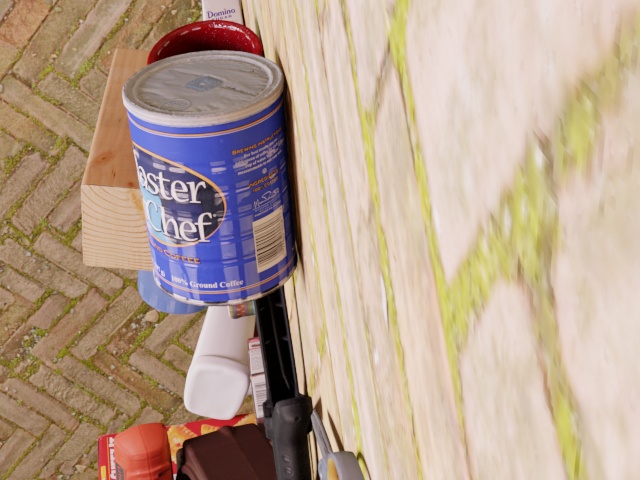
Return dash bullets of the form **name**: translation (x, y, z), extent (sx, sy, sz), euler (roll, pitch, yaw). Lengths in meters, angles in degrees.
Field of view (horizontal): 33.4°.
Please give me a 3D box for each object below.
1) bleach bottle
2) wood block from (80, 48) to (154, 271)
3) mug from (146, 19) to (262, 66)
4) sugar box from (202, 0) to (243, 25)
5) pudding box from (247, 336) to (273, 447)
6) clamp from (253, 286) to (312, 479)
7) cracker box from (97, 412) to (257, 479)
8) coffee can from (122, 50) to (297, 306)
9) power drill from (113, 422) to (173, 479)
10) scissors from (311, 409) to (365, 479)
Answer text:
- **bleach bottle**: translation (-0.102, 0.078, 1.240), extent (0.103, 0.068, 0.250), euler (110, 171, -46)
- **wood block**: translation (-0.154, -0.076, 0.958), extent (0.206, 0.090, 0.091), euler (-91, 9, -48)
- **mug**: translation (-0.080, -0.116, 0.872), extent (0.117, 0.093, 0.081), euler (34, 150, 32)
- **sugar box**: translation (-0.092, -0.160, 1.080), extent (0.093, 0.048, 0.176), euler (93, 172, -53)
- **pudding box**: translation (-0.051, 0.167, 1.101), extent (0.090, 0.039, 0.113), euler (-109, 13, -69)
- **clamp**: translation (-0.028, 0.126, 0.832), extent (0.210, 0.036, 0.164), euler (88, 172, -46)
- **cracker box**: translation (-0.139, 0.273, 1.239), extent (0.164, 0.213, 0.072), euler (90, 171, -52)
- **coffee can**: translation (-0.070, -0.042, 0.711), extent (0.103, 0.102, 0.140), euler (-105, 10, -57)
- **power drill**: translation (-0.136, 0.254, 0.959), extent (0.188, 0.057, 0.184), euler (-125, 31, -47)
- **scissors**: translation (0.011, 0.145, 0.573), extent (0.202, 0.016, 0.096), euler (133, 129, -83)
